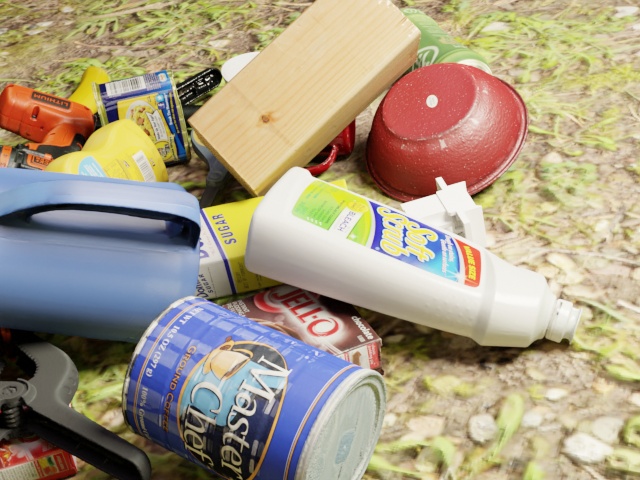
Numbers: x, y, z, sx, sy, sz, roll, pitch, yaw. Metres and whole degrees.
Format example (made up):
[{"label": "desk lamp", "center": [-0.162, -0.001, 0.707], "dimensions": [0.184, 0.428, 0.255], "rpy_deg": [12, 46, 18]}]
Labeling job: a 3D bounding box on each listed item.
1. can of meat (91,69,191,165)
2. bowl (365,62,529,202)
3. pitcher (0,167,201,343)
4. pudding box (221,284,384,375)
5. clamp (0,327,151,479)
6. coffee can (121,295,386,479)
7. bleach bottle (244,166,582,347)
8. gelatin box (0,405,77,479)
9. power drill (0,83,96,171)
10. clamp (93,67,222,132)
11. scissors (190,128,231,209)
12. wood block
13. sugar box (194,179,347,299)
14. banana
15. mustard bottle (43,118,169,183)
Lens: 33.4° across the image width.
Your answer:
[{"label": "can of meat", "center": [-0.185, -0.122, 1.111], "dimensions": [0.084, 0.102, 0.057], "rpy_deg": [-14, 33, -8]}, {"label": "bowl", "center": [0.109, -0.113, 0.997], "dimensions": [0.162, 0.055, 0.162], "rpy_deg": [-13, 52, 17]}, {"label": "pitcher", "center": [-0.215, 0.002, 0.792], "dimensions": [0.242, 0.149, 0.145], "rpy_deg": [7, 18, -34]}, {"label": "pudding box", "center": [-0.015, 0.075, 0.813], "dimensions": [0.090, 0.039, 0.114], "rpy_deg": [-19, 34, -15]}, {"label": "clamp", "center": [-0.222, 0.123, 0.740], "dimensions": [0.164, 0.036, 0.210], "rpy_deg": [-12, 31, -21]}, {"label": "coffee can", "center": [-0.042, 0.107, 0.692], "dimensions": [0.140, 0.103, 0.102], "rpy_deg": [21, 43, 26]}, {"label": "bleach bottle", "center": [0.074, 0.021, 0.815], "dimensions": [0.251, 0.068, 0.102], "rpy_deg": [18, 32, 13]}, {"label": "gelatin box", "center": [-0.219, 0.142, 0.779], "dimensions": [0.073, 0.030, 0.089], "rpy_deg": [-15, 33, -8]}, {"label": "power drill", "center": [-0.303, -0.094, 1.084], "dimensions": [0.184, 0.057, 0.187], "rpy_deg": [18, 27, -18]}, {"label": "clamp", "center": [-0.180, -0.140, 1.194], "dimensions": [0.171, 0.039, 0.120], "rpy_deg": [-22, 29, -6]}, {"label": "scissors", "center": [-0.117, -0.068, 1.067], "dimensions": [0.096, 0.016, 0.201], "rpy_deg": [17, 46, 24]}, {"label": "wood block", "center": [-0.013, -0.141, 0.988], "dimensions": [0.206, 0.090, 0.091], "rpy_deg": [-43, 82, -3]}, {"label": "sugar box", "center": [-0.056, 0.001, 0.933], "dimensions": [0.176, 0.048, 0.093], "rpy_deg": [-10, 33, -1]}, {"label": "banana", "center": [-0.289, -0.162, 1.261], "dimensions": [0.070, 0.037, 0.197], "rpy_deg": [3, 35, 19]}, {"label": "mustard bottle", "center": [-0.205, -0.036, 0.961], "dimensions": [0.058, 0.096, 0.191], "rpy_deg": [-15, 19, 24]}]
